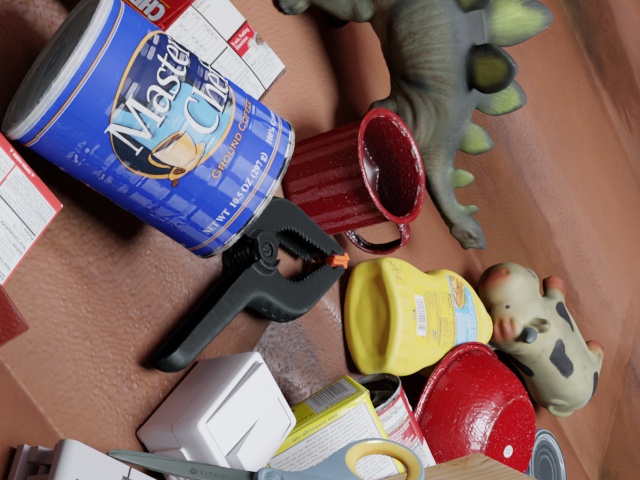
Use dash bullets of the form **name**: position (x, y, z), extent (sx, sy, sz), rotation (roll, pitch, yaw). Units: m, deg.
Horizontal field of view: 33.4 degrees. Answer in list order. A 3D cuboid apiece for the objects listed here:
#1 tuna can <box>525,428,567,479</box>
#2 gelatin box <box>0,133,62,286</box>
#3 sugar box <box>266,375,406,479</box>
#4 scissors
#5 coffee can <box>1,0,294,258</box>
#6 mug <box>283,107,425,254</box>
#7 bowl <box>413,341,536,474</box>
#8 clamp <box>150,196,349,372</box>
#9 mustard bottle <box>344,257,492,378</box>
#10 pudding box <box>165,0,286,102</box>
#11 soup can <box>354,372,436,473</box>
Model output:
- **tuna can**: position (0.211, 0.229, 1.053), extent (0.086, 0.034, 0.086), rotation (23, 61, -49)
- **gelatin box**: position (-0.192, -0.014, 0.581), extent (0.073, 0.030, 0.089), rotation (54, 44, -29)
- **sugar box**: position (0.023, 0.195, 0.760), extent (0.093, 0.048, 0.176), rotation (-28, 109, -12)
- **scissors**: position (-0.018, 0.136, 0.644), extent (0.202, 0.016, 0.096), rotation (23, 38, 2)
- **coffee can**: position (-0.101, -0.068, 0.635), extent (0.140, 0.103, 0.102), rotation (34, 51, -25)
- **mug**: position (0.030, -0.040, 0.853), extent (0.117, 0.082, 0.093), rotation (62, 38, -19)
- **bowl**: position (0.138, 0.170, 0.910), extent (0.161, 0.055, 0.162), rotation (-17, 113, -48)
- **clamp**: position (-0.055, 0.001, 0.761), extent (0.209, 0.036, 0.164), rotation (-3, 80, -53)
- **mustard bottle**: position (0.097, 0.072, 0.927), extent (0.191, 0.058, 0.096), rotation (11, 71, -52)
- **pudding box**: position (-0.086, -0.132, 0.746), extent (0.113, 0.039, 0.090), rotation (47, 44, -14)
- **soup can**: position (0.049, 0.163, 0.822), extent (0.068, 0.069, 0.102), rotation (-43, 114, -51)
